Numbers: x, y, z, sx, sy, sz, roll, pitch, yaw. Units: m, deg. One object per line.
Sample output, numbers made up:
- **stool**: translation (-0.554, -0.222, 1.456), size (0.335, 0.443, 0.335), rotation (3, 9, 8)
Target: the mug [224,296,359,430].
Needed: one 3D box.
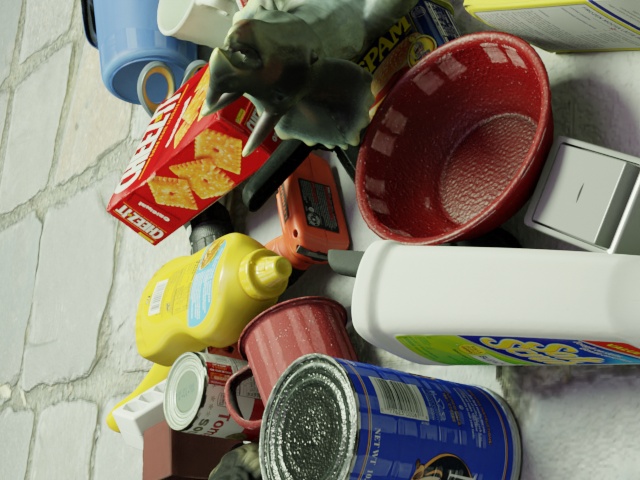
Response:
- **mug**: translation (-0.021, 0.109, 0.839), size (0.117, 0.093, 0.081), rotation (-25, 54, 3)

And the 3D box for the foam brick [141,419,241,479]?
- **foam brick**: translation (-0.116, 0.195, 0.962), size (0.051, 0.078, 0.053), rotation (-29, 54, 45)

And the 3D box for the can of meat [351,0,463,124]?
- **can of meat**: translation (0.074, -0.129, 0.840), size (0.102, 0.057, 0.084), rotation (-48, 44, 33)

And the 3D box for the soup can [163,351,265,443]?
- **soup can**: translation (-0.073, 0.134, 0.902), size (0.069, 0.102, 0.068), rotation (-26, 56, 47)

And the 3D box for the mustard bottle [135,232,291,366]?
- **mustard bottle**: translation (-0.086, 0.045, 0.900), size (0.192, 0.058, 0.096), rotation (-23, 46, 50)

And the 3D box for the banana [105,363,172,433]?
- **banana**: translation (-0.170, 0.147, 1.099), size (0.198, 0.037, 0.069), rotation (-53, 22, 27)

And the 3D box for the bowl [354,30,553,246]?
- **bowl**: translation (0.101, -0.059, 0.727), size (0.162, 0.055, 0.162), rotation (-27, 49, 35)

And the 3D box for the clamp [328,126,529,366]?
- **clamp**: translation (0.098, 0.005, 0.768), size (0.165, 0.036, 0.210), rotation (-56, 41, 14)

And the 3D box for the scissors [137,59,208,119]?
- **scissors**: translation (-0.176, -0.106, 1.160), size (0.016, 0.096, 0.202), rotation (33, 101, 57)

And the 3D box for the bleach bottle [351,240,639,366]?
- **bleach bottle**: translation (0.144, 0.038, 0.609), size (0.251, 0.102, 0.068), rotation (-3, 67, 42)

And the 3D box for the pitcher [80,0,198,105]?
- **pitcher**: translation (-0.212, -0.279, 1.245), size (0.149, 0.145, 0.243), rotation (102, 162, -63)

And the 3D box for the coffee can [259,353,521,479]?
- **coffee can**: translation (0.046, 0.135, 0.698), size (0.103, 0.140, 0.103), rotation (-26, 57, 48)

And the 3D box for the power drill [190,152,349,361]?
- **power drill**: translation (-0.056, 0.001, 0.975), size (0.188, 0.057, 0.184), rotation (-45, 47, 40)

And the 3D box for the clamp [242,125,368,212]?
- **clamp**: translation (0.012, -0.087, 0.901), size (0.039, 0.120, 0.171), rotation (94, -170, -62)

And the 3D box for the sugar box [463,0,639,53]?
- **sugar box**: translation (0.182, -0.151, 0.662), size (0.177, 0.093, 0.048), rotation (9, 85, 55)

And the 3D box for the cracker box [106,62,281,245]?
- **cracker box**: translation (-0.105, -0.109, 1.026), size (0.214, 0.072, 0.164), rotation (-30, 31, 45)
